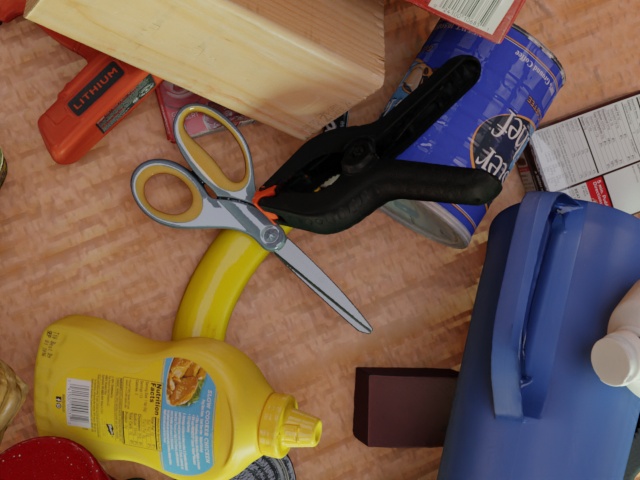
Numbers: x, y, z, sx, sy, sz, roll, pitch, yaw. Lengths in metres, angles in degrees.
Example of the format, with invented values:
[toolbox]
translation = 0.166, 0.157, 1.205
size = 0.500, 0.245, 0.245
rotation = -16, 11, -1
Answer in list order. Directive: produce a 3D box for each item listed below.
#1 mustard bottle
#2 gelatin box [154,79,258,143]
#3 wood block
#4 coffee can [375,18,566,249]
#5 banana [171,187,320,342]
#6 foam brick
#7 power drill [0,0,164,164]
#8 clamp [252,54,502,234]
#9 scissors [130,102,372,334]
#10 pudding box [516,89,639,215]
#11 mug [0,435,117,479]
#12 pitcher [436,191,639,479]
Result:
[mustard bottle]
translation = -0.092, 0.109, 0.699
size = 0.192, 0.058, 0.096
rotation = 8, 103, 18
[gelatin box]
translation = -0.075, -0.115, 0.763
size = 0.089, 0.030, 0.073
rotation = -15, 92, -11
[wood block]
translation = -0.066, -0.152, 0.669
size = 0.205, 0.090, 0.091
rotation = 21, 56, -32
[coffee can]
translation = 0.095, -0.079, 0.759
size = 0.102, 0.103, 0.140
rotation = 33, 83, -9
[banana]
translation = -0.061, 0.039, 0.758
size = 0.069, 0.037, 0.198
rotation = 19, 81, -4
[foam brick]
translation = 0.066, 0.121, 0.777
size = 0.078, 0.051, 0.053
rotation = 3, 89, -11
[power drill]
translation = -0.209, -0.142, 0.712
size = 0.184, 0.057, 0.187
rotation = -43, 89, -2
[clamp]
translation = 0.037, -0.057, 0.693
size = 0.039, 0.172, 0.120
rotation = 55, 34, -39
[scissors]
translation = -0.055, 0.001, 0.736
size = 0.096, 0.016, 0.202
rotation = -31, 90, -5
[pudding box]
translation = 0.211, -0.057, 0.815
size = 0.113, 0.039, 0.090
rotation = -20, 92, -13
[mug]
translation = -0.171, 0.182, 0.660
size = 0.093, 0.081, 0.117
rotation = 22, 62, 18
[pitcher]
translation = 0.147, 0.096, 0.706
size = 0.149, 0.145, 0.242
rotation = 26, 62, -11
